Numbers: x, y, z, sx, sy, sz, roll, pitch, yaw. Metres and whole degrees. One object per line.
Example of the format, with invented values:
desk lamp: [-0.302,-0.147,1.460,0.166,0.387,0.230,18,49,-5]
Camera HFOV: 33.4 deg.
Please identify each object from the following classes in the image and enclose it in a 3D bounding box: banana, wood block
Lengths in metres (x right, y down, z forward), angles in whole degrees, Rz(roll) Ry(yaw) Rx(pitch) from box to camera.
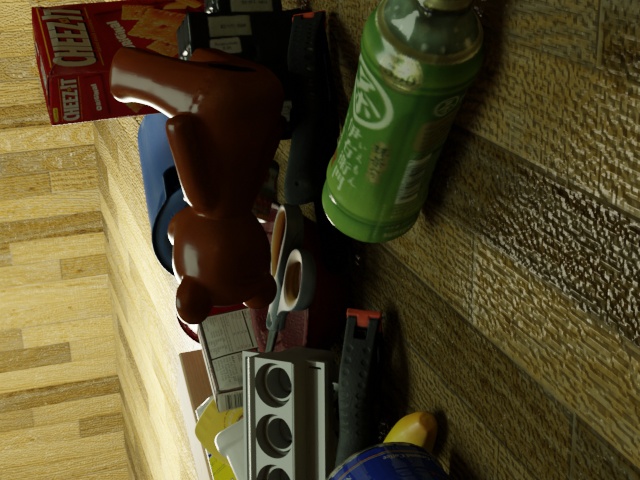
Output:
banana: [0.064,0.202,0.814,0.070,0.037,0.198,28,128,48]
wood block: [-0.109,0.237,1.296,0.090,0.090,0.206,102,154,-51]

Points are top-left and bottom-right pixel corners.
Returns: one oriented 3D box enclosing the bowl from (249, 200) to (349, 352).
bowl: [-0.016,0.043,0.949,0.162,0.055,0.162,176,90,-69]

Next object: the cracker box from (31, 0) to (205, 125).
cracker box: [-0.208,-0.210,1.202,0.164,0.213,0.072,-117,25,-47]

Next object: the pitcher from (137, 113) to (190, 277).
pitcher: [-0.136,-0.060,1.214,0.243,0.144,0.149,-116,36,-54]

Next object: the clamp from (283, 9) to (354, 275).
clamp: [-0.002,-0.083,0.845,0.164,0.036,0.210,68,-163,-60]

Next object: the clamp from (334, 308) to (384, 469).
clamp: [0.032,0.135,0.851,0.120,0.039,0.171,-50,-34,-82]

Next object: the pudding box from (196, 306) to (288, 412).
pudding box: [-0.054,0.106,1.019,0.039,0.113,0.090,94,161,-51]

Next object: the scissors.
scissors: [-0.030,0.068,0.885,0.096,0.016,0.202,-125,37,-58]
